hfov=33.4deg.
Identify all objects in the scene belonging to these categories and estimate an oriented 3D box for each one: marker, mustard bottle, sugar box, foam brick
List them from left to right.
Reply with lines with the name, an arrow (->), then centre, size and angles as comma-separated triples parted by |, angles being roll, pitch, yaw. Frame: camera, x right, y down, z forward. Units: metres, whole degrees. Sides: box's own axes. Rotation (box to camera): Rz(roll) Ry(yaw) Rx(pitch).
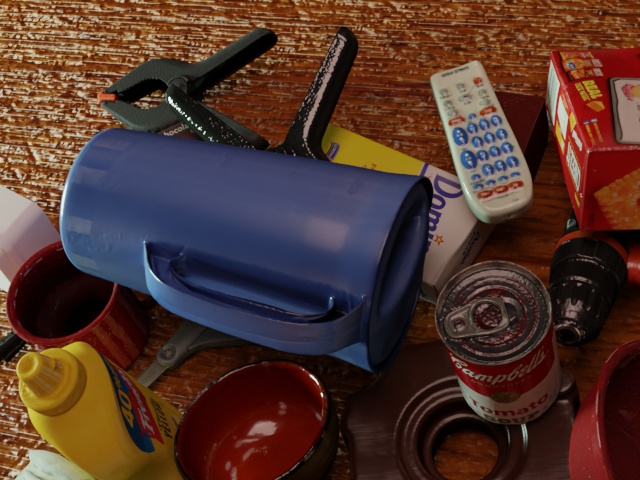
marker -> -0.222, 0.057, 0.881 | 0.121, 0.020, 0.020 | -43, 57, -14
mustard bottle -> -0.142, 0.119, 0.710 | 0.058, 0.191, 0.096 | -31, 55, 3
sugar box -> 0.043, -0.027, 0.844 | 0.176, 0.048, 0.093 | 24, 70, 30
foam brick -> 0.144, -0.072, 0.843 | 0.053, 0.051, 0.078 | 13, 62, 24

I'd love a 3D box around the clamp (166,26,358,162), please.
clamp -> -0.043, -0.058, 0.836 | 0.165, 0.036, 0.210 | -10, 69, 16

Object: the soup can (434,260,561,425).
soup can -> 0.112, 0.066, 0.661 | 0.068, 0.102, 0.068 | -8, 58, 12

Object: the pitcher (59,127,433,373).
pitcher -> -0.055, 0.001, 0.723 | 0.243, 0.149, 0.145 | 13, 76, 18

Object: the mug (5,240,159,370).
mug -> -0.173, 0.052, 0.832 | 0.117, 0.081, 0.093 | -28, 55, -3

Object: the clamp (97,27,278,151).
clamp -> -0.116, -0.121, 0.956 | 0.172, 0.039, 0.120 | -12, 61, 15

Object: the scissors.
scissors -> -0.097, 0.091, 0.826 | 0.096, 0.016, 0.201 | 21, 66, 26
